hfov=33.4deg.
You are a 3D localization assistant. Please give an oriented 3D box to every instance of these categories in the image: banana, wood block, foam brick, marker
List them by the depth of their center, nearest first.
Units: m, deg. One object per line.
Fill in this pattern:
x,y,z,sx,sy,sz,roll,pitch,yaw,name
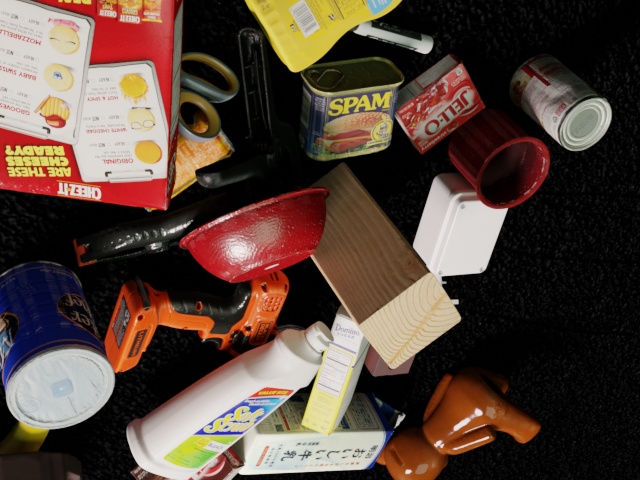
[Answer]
0.061,-0.210,1.074,0.120,0.020,0.020,9,121,-33,marker
0.049,0.022,1.123,0.091,0.206,0.090,-36,134,1,wood block
-0.330,0.199,1.179,0.069,0.037,0.198,16,117,-38,banana
0.087,0.124,1.331,0.052,0.051,0.078,-2,126,-26,foam brick

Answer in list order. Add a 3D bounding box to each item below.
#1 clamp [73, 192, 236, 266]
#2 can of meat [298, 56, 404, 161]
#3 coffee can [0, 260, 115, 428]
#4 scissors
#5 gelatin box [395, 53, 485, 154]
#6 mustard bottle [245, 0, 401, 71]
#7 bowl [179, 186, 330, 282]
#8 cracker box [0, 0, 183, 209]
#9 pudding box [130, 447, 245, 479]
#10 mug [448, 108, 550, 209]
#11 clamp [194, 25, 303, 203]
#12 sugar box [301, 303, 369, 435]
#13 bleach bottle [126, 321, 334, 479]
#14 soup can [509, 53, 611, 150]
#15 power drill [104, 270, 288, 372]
-0.160,-0.011,1.070,0.171,0.039,0.120,-16,166,-17,clamp
0.028,-0.134,1.092,0.102,0.057,0.084,-11,132,-21,can of meat
-0.272,0.102,1.061,0.102,0.140,0.103,-14,131,-18,coffee can
-0.162,-0.147,0.972,0.201,0.096,0.016,9,162,-35,scissors
0.125,-0.147,1.151,0.089,0.030,0.073,-36,134,2,gelatin box
0.028,-0.247,0.999,0.191,0.058,0.096,-33,121,0,mustard bottle
-0.057,0.001,1.069,0.162,0.055,0.162,-20,173,-3,bowl
-0.203,-0.141,0.917,0.164,0.072,0.214,8,126,0,cracker box
-0.160,0.276,1.292,0.113,0.090,0.039,-47,163,14,pudding box
0.206,-0.094,1.200,0.117,0.081,0.093,6,122,-31,mug
-0.057,-0.100,1.052,0.209,0.036,0.164,43,58,-66,clamp
0.029,0.140,1.287,0.048,0.093,0.176,20,121,11,sugar box
-0.094,0.172,1.200,0.251,0.068,0.102,-38,142,15,bleach bottle
0.263,-0.152,1.170,0.068,0.102,0.068,-15,130,-18,soup can
-0.141,0.105,1.194,0.187,0.057,0.185,0,129,-30,power drill
